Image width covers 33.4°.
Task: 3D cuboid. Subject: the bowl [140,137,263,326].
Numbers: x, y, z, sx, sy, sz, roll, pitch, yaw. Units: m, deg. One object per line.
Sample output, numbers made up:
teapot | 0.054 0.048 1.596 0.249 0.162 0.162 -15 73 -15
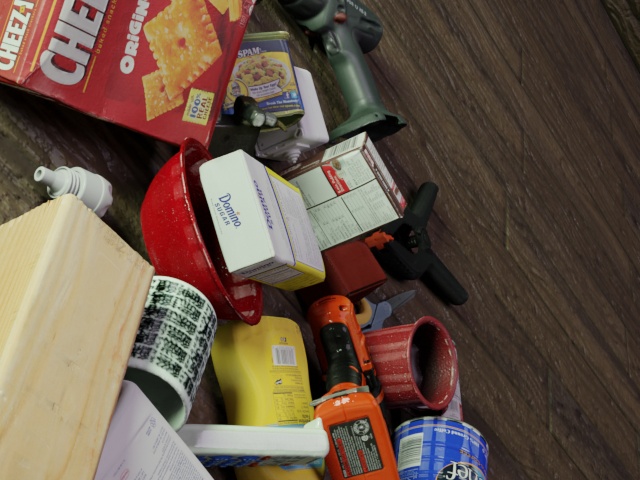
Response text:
bowl | -0.102 0.001 0.868 0.162 0.055 0.162 -20 90 -81

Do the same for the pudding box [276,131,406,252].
pudding box | 0.017 -0.045 1.079 0.090 0.114 0.039 58 26 -20

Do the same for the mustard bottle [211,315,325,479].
mustard bottle | -0.038 0.162 0.899 0.096 0.058 0.191 13 60 -55

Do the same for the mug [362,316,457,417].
mug | 0.087 0.137 1.084 0.117 0.082 0.093 56 41 -27

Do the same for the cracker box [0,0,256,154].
cracker box | -0.151 -0.173 0.839 0.213 0.072 0.164 18 91 -57

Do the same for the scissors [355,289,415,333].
scissors | 0.069 0.096 1.177 0.201 0.016 0.096 9 65 -57

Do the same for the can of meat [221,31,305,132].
can of meat | -0.070 -0.149 1.024 0.101 0.058 0.084 -11 82 -28

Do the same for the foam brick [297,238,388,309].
foam brick | 0.019 0.038 1.072 0.078 0.053 0.051 -17 73 -56

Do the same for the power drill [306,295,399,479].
power drill | 0.032 0.161 0.961 0.187 0.057 0.184 -99 171 -72

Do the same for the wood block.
wood block | -0.184 0.083 0.664 0.090 0.091 0.206 47 35 -33

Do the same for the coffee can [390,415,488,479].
coffee can | 0.112 0.259 1.049 0.102 0.103 0.140 50 33 -31

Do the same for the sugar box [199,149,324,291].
sugar box | -0.046 -0.012 0.904 0.176 0.048 0.093 25 46 -72

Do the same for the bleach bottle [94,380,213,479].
bleach bottle | -0.100 0.216 0.752 0.250 0.068 0.102 57 42 -28

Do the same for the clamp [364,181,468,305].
clamp | 0.114 -0.008 1.302 0.209 0.036 0.164 14 60 -57
